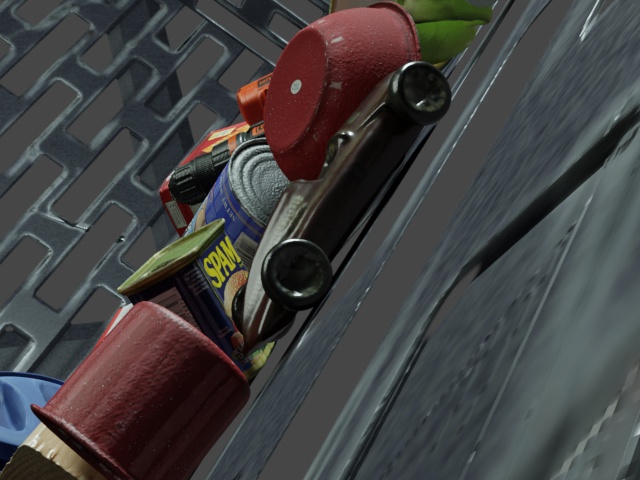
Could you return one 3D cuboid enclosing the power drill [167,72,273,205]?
[{"bbox_3d":[-0.053,-0.107,1.043,0.184,0.057,0.187,-20,25,13],"label":"power drill"}]

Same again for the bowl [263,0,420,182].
[{"bbox_3d":[0.004,-0.100,0.762,0.162,0.055,0.162,-34,49,51],"label":"bowl"}]

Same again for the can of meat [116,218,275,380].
[{"bbox_3d":[-0.071,0.043,0.663,0.057,0.084,0.102,-27,9,13],"label":"can of meat"}]

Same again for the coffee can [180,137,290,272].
[{"bbox_3d":[-0.056,0.001,0.863,0.140,0.103,0.102,-52,3,42],"label":"coffee can"}]

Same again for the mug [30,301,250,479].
[{"bbox_3d":[-0.088,0.094,0.576,0.081,0.093,0.117,-50,-36,-20],"label":"mug"}]
